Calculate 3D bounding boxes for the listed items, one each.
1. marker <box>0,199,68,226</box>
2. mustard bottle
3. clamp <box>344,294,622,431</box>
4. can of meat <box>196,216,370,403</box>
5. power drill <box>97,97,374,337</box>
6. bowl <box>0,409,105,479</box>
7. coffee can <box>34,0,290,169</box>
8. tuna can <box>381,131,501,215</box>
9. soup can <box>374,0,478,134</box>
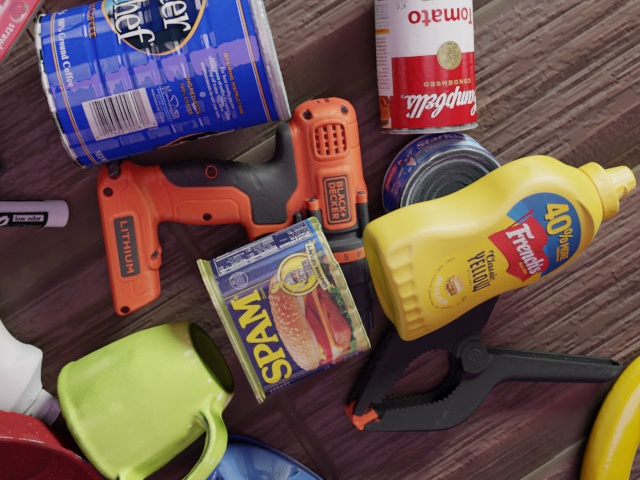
[{"bbox_3d":[-0.227,-0.018,0.708,0.120,0.020,0.020,-1,102,-37],"label":"marker"},{"bbox_3d":[0.128,-0.006,0.730,0.191,0.058,0.096,-24,131,-7],"label":"mustard bottle"},{"bbox_3d":[0.109,0.070,0.793,0.210,0.036,0.164,-24,102,-7],"label":"clamp"},{"bbox_3d":[-0.023,0.045,0.708,0.084,0.057,0.102,-23,114,-4],"label":"can of meat"},{"bbox_3d":[-0.055,0.001,0.748,0.187,0.057,0.184,-9,105,-8],"label":"power drill"},{"bbox_3d":[-0.224,0.164,0.720,0.162,0.055,0.162,-7,133,-8],"label":"bowl"},{"bbox_3d":[-0.099,-0.112,0.687,0.140,0.103,0.103,-14,102,1],"label":"coffee can"},{"bbox_3d":[0.089,-0.033,0.760,0.086,0.034,0.086,-7,117,-15],"label":"tuna can"},{"bbox_3d":[0.073,-0.127,0.735,0.068,0.068,0.102,-5,101,-8],"label":"soup can"}]
